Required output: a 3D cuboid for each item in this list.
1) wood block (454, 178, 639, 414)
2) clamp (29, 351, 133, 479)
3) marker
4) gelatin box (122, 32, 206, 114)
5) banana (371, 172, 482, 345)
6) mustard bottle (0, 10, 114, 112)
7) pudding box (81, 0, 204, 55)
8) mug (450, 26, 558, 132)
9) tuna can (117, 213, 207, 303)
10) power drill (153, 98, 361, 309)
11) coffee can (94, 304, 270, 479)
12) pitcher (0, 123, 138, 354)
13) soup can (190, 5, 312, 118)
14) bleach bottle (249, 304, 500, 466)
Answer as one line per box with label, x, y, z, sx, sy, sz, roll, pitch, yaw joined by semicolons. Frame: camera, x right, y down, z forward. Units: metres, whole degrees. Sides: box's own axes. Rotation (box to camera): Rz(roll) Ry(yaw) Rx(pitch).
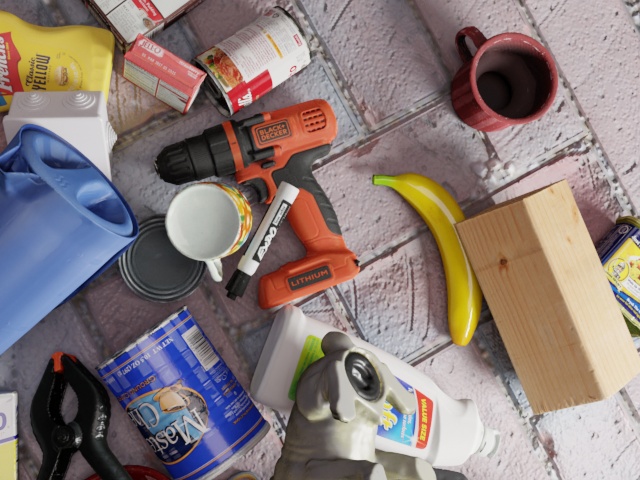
wood block;0.228;0.056;1.061;0.090;0.091;0.206;-23;90;-48
clamp;-0.235;0.191;0.983;0.120;0.039;0.171;-22;66;4
marker;-0.057;0.001;1.005;0.020;0.020;0.121;29;87;-8
gelatin box;-0.150;-0.158;1.018;0.073;0.089;0.030;31;80;-7
banana;0.125;0.008;1.090;0.069;0.037;0.198;-27;90;5
mustard bottle;-0.295;-0.166;1.004;0.191;0.058;0.096;9;103;-10
pudding box;-0.175;-0.251;1.048;0.113;0.039;0.090;-39;93;-14
mug;0.176;-0.166;1.089;0.093;0.081;0.117;-39;94;-12
tuna can;-0.153;0.018;1.031;0.086;0.034;0.086;1;85;-11
power drill;-0.052;-0.031;1.044;0.184;0.057;0.187;-18;90;-6
coffee can;-0.127;0.146;0.990;0.102;0.103;0.140;-35;93;-12
pitcher;-0.280;0.028;0.937;0.243;0.145;0.149;-43;108;11
soup can;-0.067;-0.176;1.048;0.102;0.068;0.068;-36;93;-13
bleach bottle;0.063;0.153;1.049;0.250;0.068;0.102;21;86;-11
